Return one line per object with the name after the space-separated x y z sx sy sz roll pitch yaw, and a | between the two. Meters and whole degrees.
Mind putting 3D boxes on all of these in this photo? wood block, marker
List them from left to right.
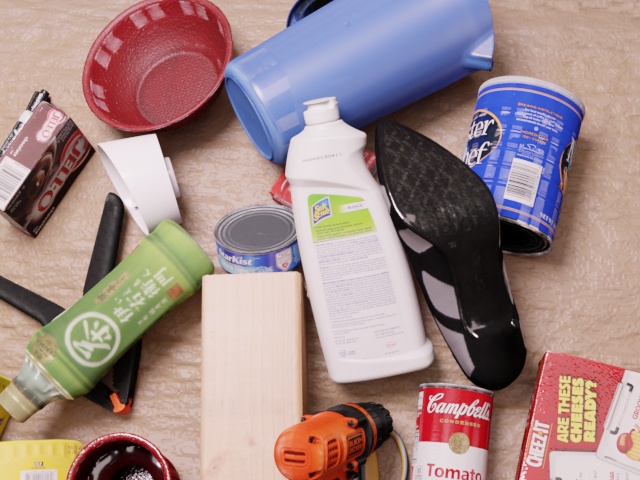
-0.311 -0.102 1.090 0.020 0.020 0.121 25 76 11 | marker
-0.057 0.139 0.962 0.090 0.091 0.206 -2 73 3 | wood block

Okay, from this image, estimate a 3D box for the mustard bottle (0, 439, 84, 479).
-0.256 0.276 0.944 0.096 0.058 0.191 5 71 -32 | mustard bottle

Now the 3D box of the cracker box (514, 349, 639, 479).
0.282 0.203 0.928 0.214 0.072 0.164 13 74 9 | cracker box

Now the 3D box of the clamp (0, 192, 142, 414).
-0.223 0.065 1.023 0.164 0.036 0.210 -34 76 -3 | clamp

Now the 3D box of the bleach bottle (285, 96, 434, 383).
0.031 -0.003 0.953 0.102 0.068 0.251 -11 102 1 | bleach bottle

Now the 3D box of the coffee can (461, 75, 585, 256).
0.182 -0.068 0.999 0.103 0.103 0.140 14 75 8 | coffee can

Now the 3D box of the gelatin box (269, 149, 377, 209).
0.004 -0.061 1.048 0.073 0.030 0.089 32 77 14 | gelatin box

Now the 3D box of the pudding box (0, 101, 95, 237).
-0.274 -0.068 1.040 0.039 0.090 0.113 31 79 14 | pudding box

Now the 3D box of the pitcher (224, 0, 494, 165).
0.030 -0.179 1.018 0.242 0.149 0.145 -29 104 -12 | pitcher

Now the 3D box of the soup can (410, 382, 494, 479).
0.116 0.183 0.948 0.068 0.068 0.102 6 75 6 | soup can

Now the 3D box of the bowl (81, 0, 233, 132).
-0.154 -0.166 1.067 0.162 0.055 0.162 -8 63 15 | bowl

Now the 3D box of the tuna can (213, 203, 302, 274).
-0.057 0.001 1.009 0.086 0.034 0.086 -4 33 2 | tuna can

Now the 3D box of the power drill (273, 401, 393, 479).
0.016 0.231 0.889 0.057 0.184 0.187 -2 89 25 | power drill

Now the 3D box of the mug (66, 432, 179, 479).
-0.159 0.223 0.949 0.117 0.081 0.093 4 74 5 | mug
